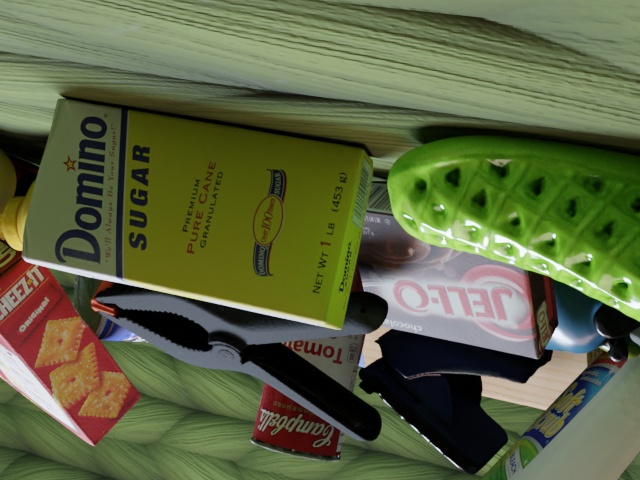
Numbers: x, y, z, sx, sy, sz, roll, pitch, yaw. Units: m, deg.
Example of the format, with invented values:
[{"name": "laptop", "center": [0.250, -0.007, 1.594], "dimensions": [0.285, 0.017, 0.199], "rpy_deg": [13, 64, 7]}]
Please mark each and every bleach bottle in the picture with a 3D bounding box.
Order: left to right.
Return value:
[{"name": "bleach bottle", "center": [0.190, 0.120, 0.722], "dimensions": [0.068, 0.251, 0.102], "rpy_deg": [37, -166, 2]}]

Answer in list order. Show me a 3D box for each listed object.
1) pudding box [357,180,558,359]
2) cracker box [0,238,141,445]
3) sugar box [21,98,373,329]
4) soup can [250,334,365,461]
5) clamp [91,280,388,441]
[{"name": "pudding box", "center": [0.076, 0.015, 0.615], "dimensions": [0.114, 0.090, 0.039], "rpy_deg": [11, -140, 34]}, {"name": "cracker box", "center": [-0.266, 0.065, 0.927], "dimensions": [0.164, 0.072, 0.213], "rpy_deg": [26, 152, 37]}, {"name": "sugar box", "center": [-0.066, -0.016, 0.567], "dimensions": [0.176, 0.093, 0.048], "rpy_deg": [10, 173, 13]}, {"name": "soup can", "center": [-0.008, 0.106, 0.792], "dimensions": [0.068, 0.102, 0.068], "rpy_deg": [12, 176, 1]}, {"name": "clamp", "center": [-0.049, 0.056, 0.689], "dimensions": [0.210, 0.036, 0.165], "rpy_deg": [20, 146, 7]}]
